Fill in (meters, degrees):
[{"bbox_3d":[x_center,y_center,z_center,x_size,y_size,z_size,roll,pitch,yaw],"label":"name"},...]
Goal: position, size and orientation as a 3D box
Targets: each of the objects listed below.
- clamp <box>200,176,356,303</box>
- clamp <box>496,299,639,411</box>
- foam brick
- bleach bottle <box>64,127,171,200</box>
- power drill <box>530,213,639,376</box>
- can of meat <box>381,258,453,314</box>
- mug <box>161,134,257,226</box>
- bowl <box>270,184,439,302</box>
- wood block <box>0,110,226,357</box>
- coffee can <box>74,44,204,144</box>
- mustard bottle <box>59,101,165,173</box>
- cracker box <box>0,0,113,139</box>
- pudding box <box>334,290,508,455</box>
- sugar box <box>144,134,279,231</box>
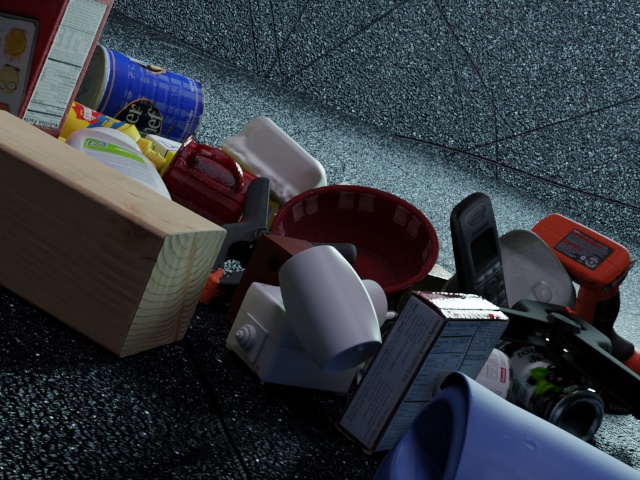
[{"bbox_3d":[-0.056,0.001,0.925,0.120,0.039,0.171,39,34,22],"label":"clamp"},{"bbox_3d":[0.212,0.089,0.916,0.165,0.036,0.209,27,11,19],"label":"clamp"},{"bbox_3d":[-0.029,0.041,0.840,0.051,0.078,0.053,14,15,-44],"label":"foam brick"},{"bbox_3d":[-0.177,-0.047,0.929,0.102,0.068,0.251,18,16,-18],"label":"bleach bottle"},{"bbox_3d":[0.266,0.059,1.144,0.185,0.057,0.187,31,-27,36],"label":"power drill"},{"bbox_3d":[0.099,0.050,1.100,0.101,0.057,0.084,15,13,-36],"label":"can of meat"},{"bbox_3d":[-0.106,-0.048,1.016,0.081,0.117,0.093,28,52,-1],"label":"mug"},{"bbox_3d":[0.031,0.015,1.027,0.162,0.055,0.162,3,41,-3],"label":"bowl"},{"bbox_3d":[-0.183,-0.012,0.745,0.206,0.091,0.090,27,12,18],"label":"wood block"},{"bbox_3d":[-0.231,-0.174,1.335,0.140,0.103,0.103,16,14,-34],"label":"coffee can"},{"bbox_3d":[-0.257,-0.116,1.138,0.191,0.058,0.096,23,13,-4],"label":"mustard bottle"},{"bbox_3d":[-0.288,-0.173,0.952,0.164,0.214,0.072,30,12,25],"label":"cracker box"},{"bbox_3d":[0.071,0.090,0.732,0.039,0.113,0.089,36,17,34],"label":"pudding box"},{"bbox_3d":[-0.129,-0.064,1.188,0.093,0.048,0.176,16,16,-39],"label":"sugar box"}]
